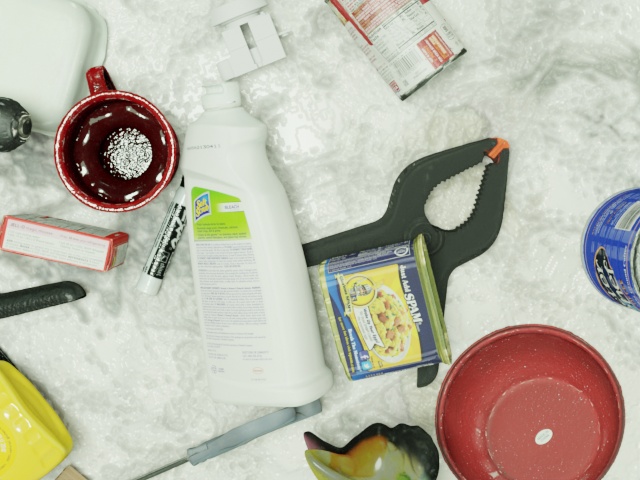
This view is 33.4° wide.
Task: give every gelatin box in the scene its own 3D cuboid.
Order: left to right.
[{"bbox_3d":[-0.205,0.001,0.854,0.089,0.073,0.030,12,93,-1],"label":"gelatin box"}]

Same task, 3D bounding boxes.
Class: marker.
[{"bbox_3d":[-0.121,-0.013,0.881,0.020,0.020,0.121,23,93,-2],"label":"marker"}]

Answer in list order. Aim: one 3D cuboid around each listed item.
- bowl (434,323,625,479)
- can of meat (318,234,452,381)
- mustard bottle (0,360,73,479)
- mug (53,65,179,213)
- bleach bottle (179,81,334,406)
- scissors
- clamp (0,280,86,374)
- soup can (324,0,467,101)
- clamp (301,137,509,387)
[{"bbox_3d":[0.177,0.152,0.875,0.162,0.055,0.162,0,94,0],"label":"bowl"},{"bbox_3d":[0.051,0.055,0.837,0.084,0.057,0.102,-13,98,9],"label":"can of meat"},{"bbox_3d":[-0.296,0.188,0.838,0.191,0.058,0.096,-39,93,3],"label":"mustard bottle"},{"bbox_3d":[-0.160,-0.081,0.845,0.093,0.081,0.117,-20,94,1],"label":"mug"},{"bbox_3d":[-0.055,0.001,0.839,0.103,0.068,0.251,-2,99,30],"label":"bleach bottle"},{"bbox_3d":[-0.093,0.170,0.860,0.201,0.096,0.016,-23,80,-2],"label":"scissors"},{"bbox_3d":[-0.277,0.062,0.875,0.171,0.039,0.120,27,92,-2],"label":"clamp"},{"bbox_3d":[0.060,-0.170,0.847,0.068,0.068,0.102,-38,94,2],"label":"soup can"},{"bbox_3d":[0.089,0.007,0.874,0.210,0.036,0.164,-44,94,6],"label":"clamp"}]
